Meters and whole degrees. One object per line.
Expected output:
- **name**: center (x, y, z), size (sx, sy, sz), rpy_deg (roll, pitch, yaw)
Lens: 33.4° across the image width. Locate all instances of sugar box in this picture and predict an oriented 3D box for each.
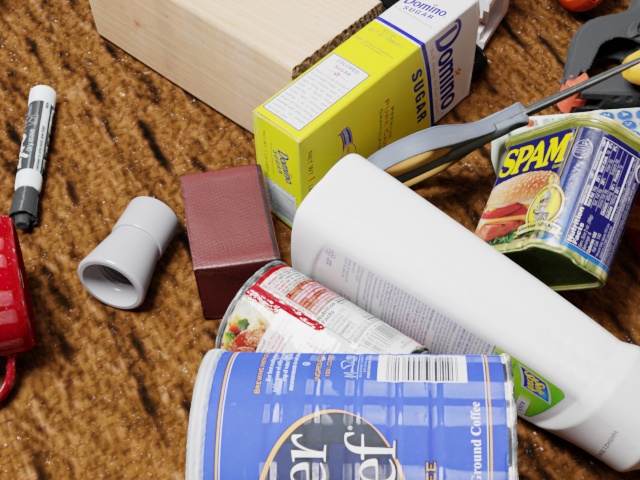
- **sugar box**: center (0.034, -0.090, 0.697), size (0.176, 0.093, 0.048), rpy_deg (-39, 61, -25)

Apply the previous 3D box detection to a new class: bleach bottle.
- **bleach bottle**: center (0.099, 0.054, 0.592), size (0.251, 0.102, 0.068), rpy_deg (35, 68, 18)

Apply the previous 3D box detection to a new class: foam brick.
- **foam brick**: center (-0.054, 0.001, 0.655), size (0.051, 0.053, 0.078), rpy_deg (-9, 51, -6)

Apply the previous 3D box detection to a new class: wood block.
- **wood block**: center (-0.064, -0.155, 0.753), size (0.206, 0.090, 0.090), rpy_deg (34, 60, 25)

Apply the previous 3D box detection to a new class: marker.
- **marker**: center (-0.195, -0.057, 0.725), size (0.020, 0.020, 0.121), rpy_deg (-3, 52, -1)

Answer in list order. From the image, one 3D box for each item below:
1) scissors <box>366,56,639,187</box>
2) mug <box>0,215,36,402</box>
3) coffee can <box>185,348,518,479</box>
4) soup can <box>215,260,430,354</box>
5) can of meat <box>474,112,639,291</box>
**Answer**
- **scissors**: center (0.106, -0.073, 0.652), size (0.202, 0.096, 0.016), rpy_deg (-28, 79, 18)
- **mug**: center (-0.209, 0.043, 0.612), size (0.081, 0.093, 0.117), rpy_deg (-11, 83, -13)
- **coffee can**: center (0.017, 0.103, 0.496), size (0.140, 0.103, 0.103), rpy_deg (0, 52, 6)
- **soup can**: center (0.002, 0.064, 0.593), size (0.102, 0.068, 0.068), rpy_deg (30, 58, 22)
- **can of meat**: center (0.137, -0.018, 0.624), size (0.057, 0.102, 0.084), rpy_deg (28, 75, -18)
